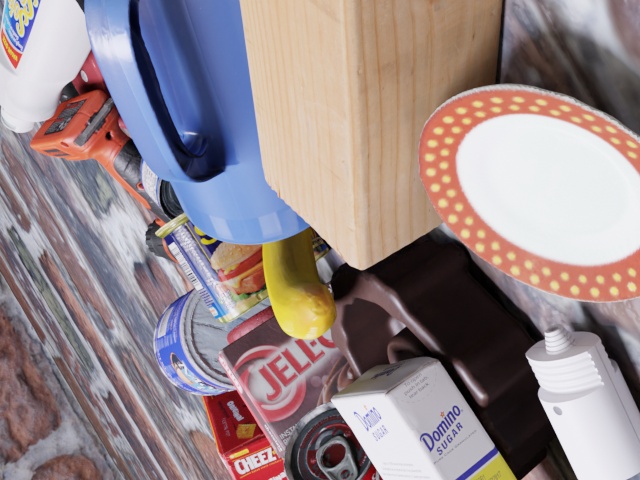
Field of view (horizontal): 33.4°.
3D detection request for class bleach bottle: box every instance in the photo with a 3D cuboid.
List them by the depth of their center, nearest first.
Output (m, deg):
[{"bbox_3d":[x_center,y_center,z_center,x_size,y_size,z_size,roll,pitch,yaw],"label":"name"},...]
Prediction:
[{"bbox_3d":[-0.207,-0.170,0.820,0.103,0.067,0.251,63,142,26],"label":"bleach bottle"}]

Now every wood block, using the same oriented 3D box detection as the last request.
[{"bbox_3d":[0.022,-0.097,0.502,0.091,0.090,0.206,45,155,34],"label":"wood block"}]

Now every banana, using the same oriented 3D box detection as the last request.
[{"bbox_3d":[-0.017,0.019,0.689,0.198,0.037,0.069,-107,10,-61],"label":"banana"}]

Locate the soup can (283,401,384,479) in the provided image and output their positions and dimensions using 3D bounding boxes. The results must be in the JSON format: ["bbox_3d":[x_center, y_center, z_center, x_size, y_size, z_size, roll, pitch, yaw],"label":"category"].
[{"bbox_3d":[0.029,0.162,0.724,0.069,0.068,0.102,35,170,46],"label":"soup can"}]

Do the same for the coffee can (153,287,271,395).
[{"bbox_3d":[-0.089,0.086,0.967,0.103,0.102,0.140,59,159,-1],"label":"coffee can"}]

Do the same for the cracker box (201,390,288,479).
[{"bbox_3d":[-0.049,0.238,1.070,0.164,0.072,0.213,-125,13,-63],"label":"cracker box"}]

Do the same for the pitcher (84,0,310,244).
[{"bbox_3d":[-0.059,-0.104,0.595,0.145,0.149,0.243,48,161,40],"label":"pitcher"}]

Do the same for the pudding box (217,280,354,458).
[{"bbox_3d":[-0.005,0.091,0.776,0.090,0.113,0.039,56,162,7],"label":"pudding box"}]

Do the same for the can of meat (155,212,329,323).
[{"bbox_3d":[-0.055,0.001,0.785,0.084,0.102,0.058,58,160,-3],"label":"can of meat"}]

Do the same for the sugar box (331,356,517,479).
[{"bbox_3d":[0.082,0.152,0.618,0.176,0.048,0.093,59,159,-1],"label":"sugar box"}]

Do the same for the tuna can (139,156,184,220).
[{"bbox_3d":[-0.093,-0.056,0.811,0.034,0.086,0.086,44,155,37],"label":"tuna can"}]

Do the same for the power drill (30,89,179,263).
[{"bbox_3d":[-0.155,-0.045,0.919,0.187,0.057,0.185,40,159,-24],"label":"power drill"}]
